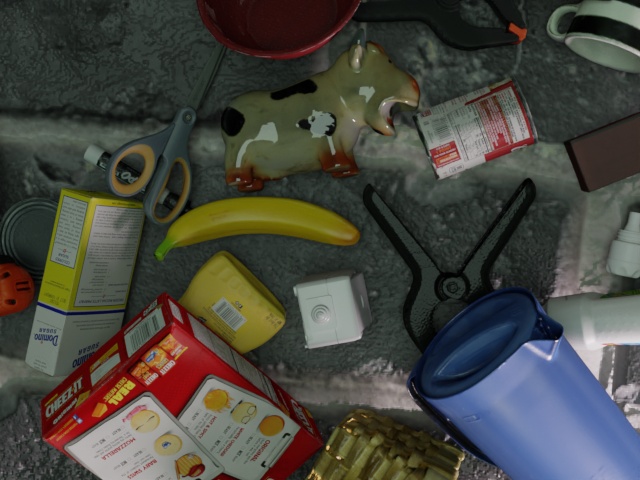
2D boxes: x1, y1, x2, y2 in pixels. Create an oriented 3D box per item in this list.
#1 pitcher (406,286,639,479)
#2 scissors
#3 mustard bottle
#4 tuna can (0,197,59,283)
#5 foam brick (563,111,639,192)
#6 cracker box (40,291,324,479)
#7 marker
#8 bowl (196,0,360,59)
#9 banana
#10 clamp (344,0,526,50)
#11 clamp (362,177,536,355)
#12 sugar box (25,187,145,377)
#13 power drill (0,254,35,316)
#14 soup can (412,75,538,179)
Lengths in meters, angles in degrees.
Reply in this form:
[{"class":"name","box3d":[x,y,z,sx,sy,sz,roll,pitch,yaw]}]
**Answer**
[{"class":"pitcher","box3d":[0.201,0.171,0.976,0.145,0.149,0.242,-42,107,1]},{"class":"scissors","box3d":[-0.148,-0.116,1.029,0.096,0.016,0.202,12,90,-33]},{"class":"mustard bottle","box3d":[-0.131,0.106,1.053,0.192,0.058,0.096,-43,100,7]},{"class":"tuna can","box3d":[-0.278,-0.001,1.073,0.086,0.033,0.086,0,94,6]},{"class":"foam brick","box3d":[0.276,-0.084,1.002,0.078,0.053,0.051,-22,92,8]},{"class":"cracker box","box3d":[-0.129,0.172,1.009,0.164,0.072,0.213,-42,120,8]},{"class":"marker","box3d":[-0.181,-0.059,1.066,0.121,0.020,0.020,31,96,3]},{"class":"bowl","box3d":[-0.033,-0.228,1.003,0.162,0.055,0.162,-4,67,10]},{"class":"banana","box3d":[-0.062,-0.014,1.039,0.198,0.037,0.069,-6,56,-1]},{"class":"clamp","box3d":[0.120,-0.242,1.013,0.171,0.039,0.120,19,100,-1]},{"class":"clamp","box3d":[0.116,0.038,1.033,0.164,0.036,0.210,5,97,4]},{"class":"sugar box","box3d":[-0.227,0.041,1.040,0.048,0.093,0.176,19,96,27]},{"class":"power drill","box3d":[-0.372,-0.003,1.058,0.185,0.057,0.187,-13,89,28]},{"class":"soup can","box3d":[0.145,-0.105,1.005,0.102,0.068,0.068,-21,92,7]}]
